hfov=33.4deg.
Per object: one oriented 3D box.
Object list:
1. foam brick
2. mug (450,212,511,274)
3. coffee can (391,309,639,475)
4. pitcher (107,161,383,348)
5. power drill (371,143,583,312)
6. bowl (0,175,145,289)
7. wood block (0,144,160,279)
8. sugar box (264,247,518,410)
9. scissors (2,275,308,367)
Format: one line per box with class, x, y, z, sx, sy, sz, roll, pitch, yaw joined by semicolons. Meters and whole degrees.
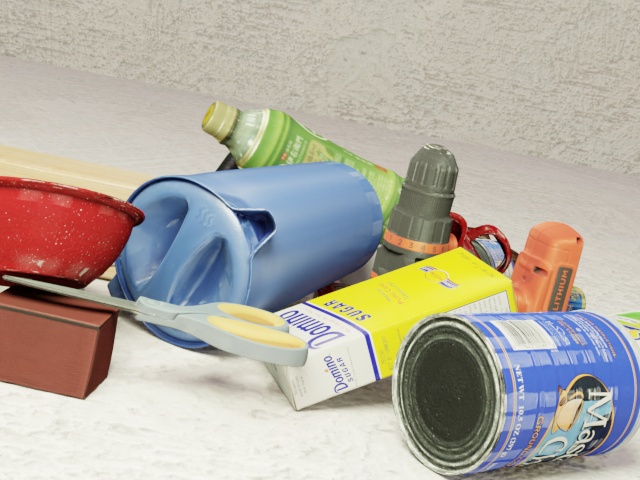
foam brick;-0.179;0.066;0.706;0.078;0.051;0.053;12;11;4
mug;0.119;0.028;0.976;0.117;0.081;0.093;-29;28;10
coffee can;0.134;0.098;0.712;0.140;0.103;0.103;2;15;-36
pitcher;-0.056;0.001;0.905;0.149;0.145;0.242;25;21;26
power drill;0.131;0.016;0.898;0.187;0.184;0.057;4;18;-30
bowl;-0.203;0.000;0.729;0.162;0.055;0.162;4;-11;0
wood block;-0.259;-0.031;0.994;0.206;0.091;0.090;11;11;3
sugar box;0.046;0.061;0.785;0.176;0.048;0.093;-17;19;-13
scissors;-0.103;0.046;0.722;0.202;0.016;0.096;17;9;5
